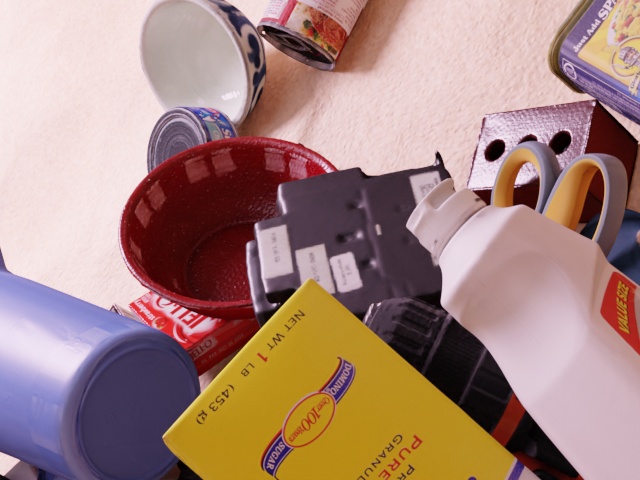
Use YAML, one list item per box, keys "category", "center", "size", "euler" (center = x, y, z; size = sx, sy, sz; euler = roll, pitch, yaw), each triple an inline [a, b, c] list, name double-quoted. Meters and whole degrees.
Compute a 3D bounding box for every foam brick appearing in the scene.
- category: "foam brick"
  center: [0.130, -0.042, 0.604]
  size: [0.078, 0.051, 0.053]
  euler: [-3, 64, 46]

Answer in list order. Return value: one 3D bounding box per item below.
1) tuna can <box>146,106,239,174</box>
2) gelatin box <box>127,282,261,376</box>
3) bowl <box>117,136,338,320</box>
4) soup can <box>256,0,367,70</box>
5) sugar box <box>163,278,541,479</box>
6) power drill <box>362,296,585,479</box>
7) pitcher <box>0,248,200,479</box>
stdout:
- category: "tuna can"
  center: [-0.103, -0.065, 0.856]
  size: [0.086, 0.033, 0.086]
  euler: [4, 95, 46]
- category: "gelatin box"
  center: [-0.087, 0.053, 0.770]
  size: [0.073, 0.030, 0.089]
  euler: [-33, 35, -17]
- category: "bowl"
  center: [-0.055, 0.001, 0.738]
  size: [0.162, 0.055, 0.162]
  euler: [-3, 48, 3]
- category: "soup can"
  center: [0.003, -0.192, 0.823]
  size: [0.069, 0.068, 0.102]
  euler: [21, 82, 51]
- category: "sugar box"
  center: [0.031, 0.108, 0.435]
  size: [0.176, 0.048, 0.093]
  euler: [40, 79, 14]
- category: "power drill"
  center: [0.073, 0.137, 0.483]
  size: [0.184, 0.057, 0.187]
  euler: [25, 92, 10]
- category: "pitcher"
  center: [-0.197, 0.106, 0.752]
  size: [0.243, 0.149, 0.144]
  euler: [10, 48, 46]
